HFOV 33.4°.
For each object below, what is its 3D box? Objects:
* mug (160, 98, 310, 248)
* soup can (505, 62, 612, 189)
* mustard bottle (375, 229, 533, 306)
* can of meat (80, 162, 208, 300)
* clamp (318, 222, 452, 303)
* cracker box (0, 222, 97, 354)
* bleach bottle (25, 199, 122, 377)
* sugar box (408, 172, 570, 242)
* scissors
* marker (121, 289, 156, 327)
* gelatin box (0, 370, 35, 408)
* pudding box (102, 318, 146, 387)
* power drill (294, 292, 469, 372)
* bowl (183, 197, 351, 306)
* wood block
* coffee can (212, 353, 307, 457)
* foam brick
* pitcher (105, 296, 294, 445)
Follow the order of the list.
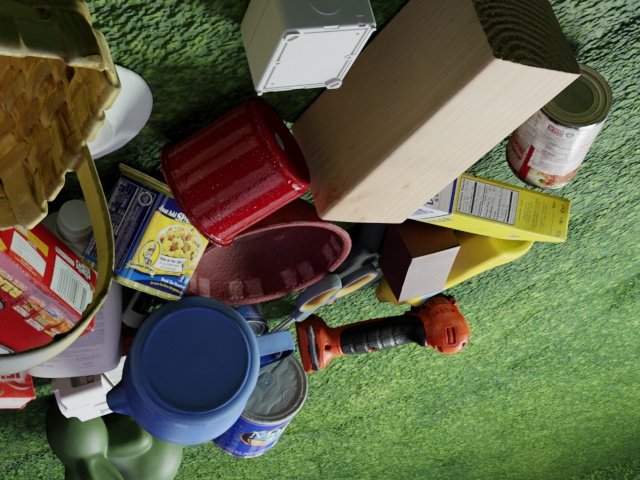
[{"bbox_3d":[-0.059,-0.056,0.819,0.082,0.093,0.117,-30,-175,16],"label":"mug"},{"bbox_3d":[0.203,-0.098,0.917,0.068,0.068,0.102,-13,155,-10],"label":"soup can"},{"bbox_3d":[0.130,0.024,1.124,0.192,0.058,0.096,-31,-178,40],"label":"mustard bottle"},{"bbox_3d":[-0.134,-0.004,0.852,0.102,0.058,0.084,27,88,-58],"label":"can of meat"},{"bbox_3d":[0.048,0.007,1.077,0.172,0.039,0.120,-39,142,27],"label":"clamp"},{"bbox_3d":[-0.304,0.041,0.813,0.214,0.072,0.164,-25,132,19],"label":"cracker box"},{"bbox_3d":[-0.214,0.042,0.942,0.102,0.068,0.251,-4,151,-19],"label":"bleach bottle"},{"bbox_3d":[0.127,-0.033,0.953,0.175,0.048,0.093,8,177,-29],"label":"sugar box"},{"bbox_3d":[-0.001,0.064,1.097,0.096,0.016,0.202,-22,169,-18],"label":"scissors"},{"bbox_3d":[-0.142,0.025,0.947,0.020,0.020,0.121,11,116,-48],"label":"marker"},{"bbox_3d":[-0.324,0.123,1.028,0.089,0.073,0.030,8,146,-45],"label":"gelatin box"},{"bbox_3d":[-0.194,0.124,1.162,0.090,0.039,0.113,-17,154,-4],"label":"pudding box"},{"bbox_3d":[0.066,0.096,1.207,0.187,0.057,0.184,-10,-173,-2],"label":"power drill"},{"bbox_3d":[-0.056,0.001,0.969,0.162,0.055,0.162,-14,156,-7],"label":"bowl"},{"bbox_3d":[0.078,-0.103,0.792,0.090,0.091,0.206,2,149,-38],"label":"wood block"},{"bbox_3d":[-0.082,0.200,1.323,0.102,0.103,0.140,-8,155,-20],"label":"coffee can"},{"bbox_3d":[0.093,0.014,1.030,0.053,0.051,0.078,-13,147,-19],"label":"foam brick"},{"bbox_3d":[-0.110,0.117,0.991,0.145,0.149,0.243,30,166,-2],"label":"pitcher"}]
